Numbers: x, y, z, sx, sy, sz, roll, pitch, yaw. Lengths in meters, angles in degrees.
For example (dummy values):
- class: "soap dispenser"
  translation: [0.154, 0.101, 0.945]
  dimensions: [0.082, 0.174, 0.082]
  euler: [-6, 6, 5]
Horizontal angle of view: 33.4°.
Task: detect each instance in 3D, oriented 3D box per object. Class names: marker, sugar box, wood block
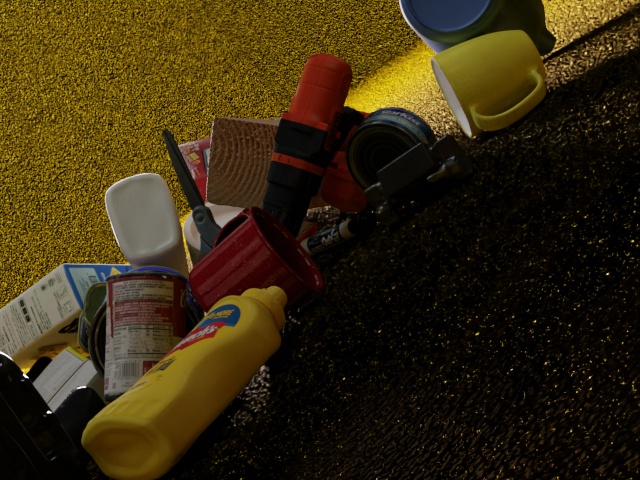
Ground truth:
- class: "marker"
  translation: [0.016, -0.006, 1.041]
  dimensions: [0.020, 0.020, 0.121]
  euler: [-42, 9, -31]
- class: "sugar box"
  translation: [-0.249, 0.160, 1.054]
  dimensions: [0.093, 0.048, 0.176]
  euler: [-50, 21, -13]
- class: "wood block"
  translation: [-0.037, -0.084, 1.165]
  dimensions: [0.091, 0.090, 0.205]
  euler: [9, 8, 19]

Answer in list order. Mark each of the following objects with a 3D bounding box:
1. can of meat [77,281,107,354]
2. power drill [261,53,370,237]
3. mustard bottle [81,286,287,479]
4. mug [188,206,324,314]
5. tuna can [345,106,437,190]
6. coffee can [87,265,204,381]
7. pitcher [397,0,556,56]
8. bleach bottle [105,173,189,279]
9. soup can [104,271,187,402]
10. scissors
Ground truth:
- class: "can of meat"
  translation: [-0.202, 0.084, 1.124]
  dimensions: [0.084, 0.102, 0.057]
  euler: [122, 152, -63]
- class: "power drill"
  translation: [0.006, -0.076, 1.054]
  dimensions: [0.184, 0.057, 0.187]
  euler: [-70, -18, 1]
- class: "mustard bottle"
  translation: [-0.082, 0.092, 0.777]
  dimensions: [0.096, 0.058, 0.191]
  euler: [-27, 13, 46]
- class: "mug"
  translation: [-0.061, 0.024, 0.909]
  dimensions: [0.081, 0.093, 0.117]
  euler: [-41, 48, 11]
- class: "tuna can"
  translation: [0.067, -0.080, 1.004]
  dimensions: [0.086, 0.086, 0.033]
  euler: [-31, 11, 39]
- class: "coffee can"
  translation: [-0.160, 0.082, 1.005]
  dimensions: [0.103, 0.103, 0.140]
  euler: [-37, 8, -2]
- class: "pitcher"
  translation: [0.154, -0.254, 1.158]
  dimensions: [0.149, 0.145, 0.242]
  euler: [-23, -6, 18]
- class: "bleach bottle"
  translation: [-0.177, 0.027, 1.194]
  dimensions: [0.068, 0.102, 0.251]
  euler: [-18, -23, -7]
- class: "soup can"
  translation: [-0.145, 0.082, 0.885]
  dimensions: [0.068, 0.102, 0.068]
  euler: [-1, -13, -1]
- class: "scissors"
  translation: [-0.101, -0.020, 1.077]
  dimensions: [0.096, 0.202, 0.016]
  euler: [-8, 5, 23]
